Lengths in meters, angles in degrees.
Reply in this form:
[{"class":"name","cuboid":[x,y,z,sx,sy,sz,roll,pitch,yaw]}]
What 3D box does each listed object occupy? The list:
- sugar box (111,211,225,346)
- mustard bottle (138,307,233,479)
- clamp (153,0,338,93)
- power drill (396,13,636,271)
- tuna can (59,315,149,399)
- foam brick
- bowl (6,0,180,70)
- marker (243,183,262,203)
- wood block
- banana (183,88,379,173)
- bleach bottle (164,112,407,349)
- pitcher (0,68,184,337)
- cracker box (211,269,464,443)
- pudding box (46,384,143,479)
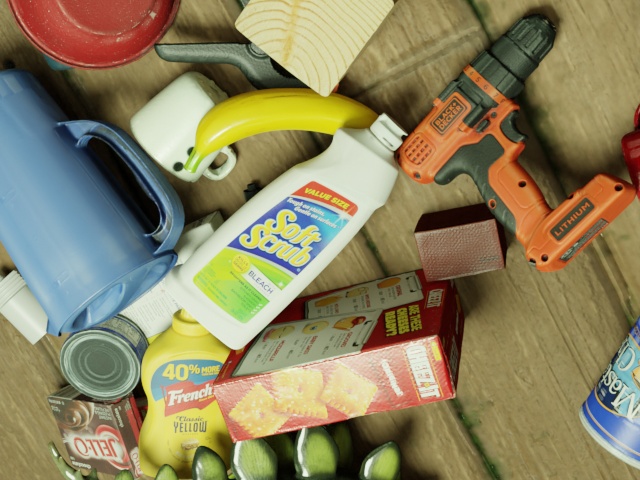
[{"class":"sugar box","cuboid":[-0.159,0.047,1.085,0.176,0.048,0.093,-23,106,15]},{"class":"mustard bottle","cuboid":[-0.130,0.143,1.061,0.096,0.058,0.192,1,111,-11]},{"class":"clamp","cuboid":[-0.054,-0.193,0.976,0.171,0.039,0.120,21,109,-9]},{"class":"power drill","cuboid":[0.182,-0.080,0.930,0.185,0.057,0.188,-48,66,16]},{"class":"tuna can","cuboid":[-0.219,0.118,1.079,0.086,0.033,0.086,3,117,6]},{"class":"foam brick","cuboid":[0.133,0.001,1.006,0.078,0.051,0.053,-10,108,15]},{"class":"bowl","cuboid":[-0.196,-0.230,0.945,0.161,0.055,0.162,-6,106,-20]},{"class":"marker","cuboid":[-0.057,0.001,1.061,0.020,0.020,0.121,-6,108,13]},{"class":"wood block","cuboid":[0.013,-0.199,0.873,0.090,0.206,0.091,37,113,-4]},{"class":"banana","cuboid":[-0.029,-0.108,0.968,0.197,0.037,0.070,-8,138,-12]},{"class":"bleach bottle","cuboid":[-0.024,-0.020,0.969,0.102,0.068,0.251,42,102,-5]},{"class":"pitcher","cuboid":[-0.245,-0.045,1.002,0.149,0.145,0.243,-33,82,-23]},{"class":"cracker box","cuboid":[0.023,0.105,1.005,0.214,0.164,0.072,-14,108,16]},{"class":"pudding box","cuboid":[-0.233,0.202,1.135,0.114,0.039,0.090,0,112,43]}]
